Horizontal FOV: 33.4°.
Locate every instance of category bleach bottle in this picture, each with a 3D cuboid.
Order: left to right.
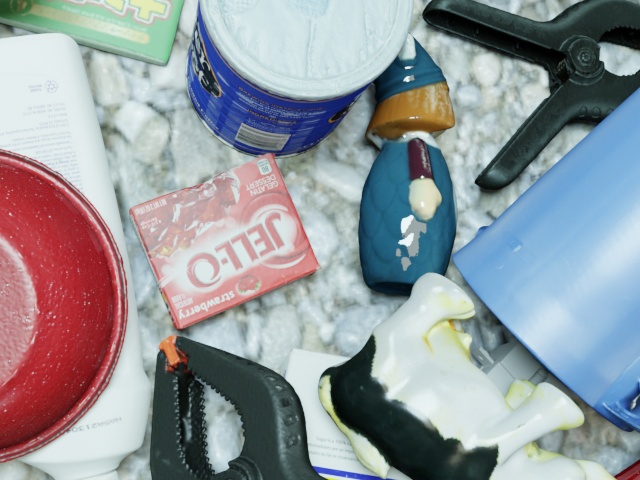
[{"bbox_3d":[-0.153,0.023,0.569,0.102,0.068,0.251,-11,87,-8],"label":"bleach bottle"}]

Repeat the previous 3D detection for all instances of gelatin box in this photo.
[{"bbox_3d":[-0.054,0.001,0.604,0.089,0.030,0.073,-22,87,-12],"label":"gelatin box"}]

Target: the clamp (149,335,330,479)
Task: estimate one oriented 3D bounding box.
[{"bbox_3d":[-0.026,0.126,0.534,0.165,0.036,0.210,-35,55,18],"label":"clamp"}]

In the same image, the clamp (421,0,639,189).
[{"bbox_3d":[0.145,-0.113,0.650,0.171,0.039,0.120,-23,91,-18],"label":"clamp"}]

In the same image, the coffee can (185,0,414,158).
[{"bbox_3d":[-0.017,-0.108,0.568,0.102,0.140,0.103,1,82,-10],"label":"coffee can"}]

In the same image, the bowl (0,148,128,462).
[{"bbox_3d":[-0.175,0.032,0.509,0.162,0.055,0.162,0,90,-3],"label":"bowl"}]
